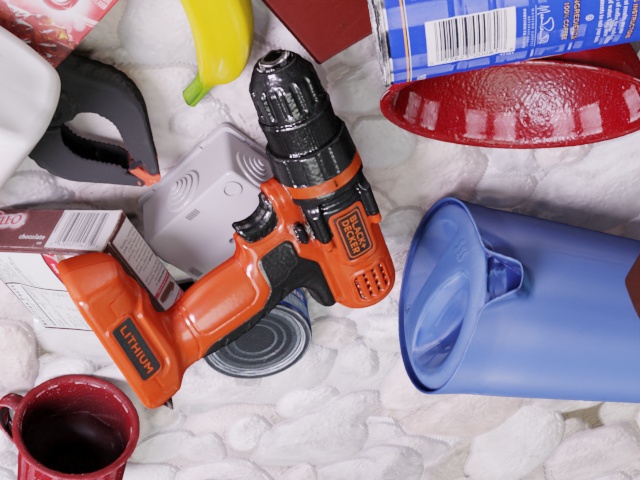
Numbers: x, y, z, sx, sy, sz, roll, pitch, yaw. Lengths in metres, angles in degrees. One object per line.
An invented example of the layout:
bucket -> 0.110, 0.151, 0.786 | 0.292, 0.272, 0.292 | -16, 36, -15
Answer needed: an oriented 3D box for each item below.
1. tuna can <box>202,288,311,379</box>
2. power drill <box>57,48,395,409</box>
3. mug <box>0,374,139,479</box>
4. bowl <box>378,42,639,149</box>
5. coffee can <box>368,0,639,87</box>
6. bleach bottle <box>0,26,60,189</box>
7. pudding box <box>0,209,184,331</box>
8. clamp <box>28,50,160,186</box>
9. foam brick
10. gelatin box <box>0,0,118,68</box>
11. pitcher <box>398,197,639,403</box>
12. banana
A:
tuna can -> -0.050, 0.063, 0.786 | 0.086, 0.034, 0.086 | -5, 133, -6
power drill -> -0.054, 0.001, 0.629 | 0.187, 0.057, 0.184 | -30, 125, -9
mug -> -0.200, 0.158, 0.818 | 0.117, 0.093, 0.082 | 26, 135, 7
bowl -> 0.116, -0.100, 0.620 | 0.162, 0.055, 0.162 | 4, 170, 0
coffee can -> 0.090, -0.133, 0.494 | 0.140, 0.103, 0.103 | -10, 134, 3
bleach bottle -> -0.242, -0.038, 0.601 | 0.102, 0.068, 0.251 | 31, 141, -23
pudding box -> -0.156, 0.021, 0.693 | 0.114, 0.039, 0.090 | 3, 143, 31
clamp -> -0.169, -0.081, 0.626 | 0.120, 0.039, 0.171 | -29, 126, 19
foam brick -> -0.004, -0.143, 0.576 | 0.051, 0.053, 0.078 | -27, 148, 15
gelatin box -> -0.155, -0.136, 0.546 | 0.073, 0.030, 0.089 | -41, 122, 18
pitcher -> 0.181, 0.054, 0.759 | 0.242, 0.149, 0.145 | 9, 118, -17
banana -> -0.084, -0.150, 0.578 | 0.070, 0.037, 0.197 | -21, 133, 9
